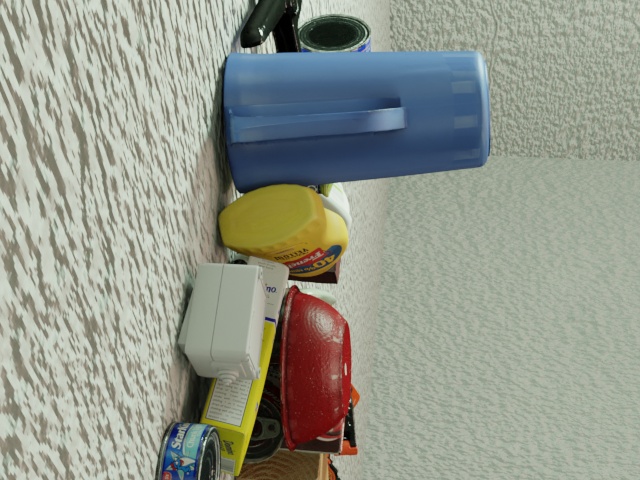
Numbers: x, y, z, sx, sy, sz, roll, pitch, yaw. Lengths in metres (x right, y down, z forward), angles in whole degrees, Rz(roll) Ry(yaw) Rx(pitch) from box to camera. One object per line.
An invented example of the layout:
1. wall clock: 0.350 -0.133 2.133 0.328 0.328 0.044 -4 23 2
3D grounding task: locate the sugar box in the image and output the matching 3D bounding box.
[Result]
1. sugar box: -0.068 0.111 0.961 0.093 0.048 0.176 104 2 -55

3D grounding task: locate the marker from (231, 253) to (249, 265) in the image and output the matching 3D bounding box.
1. marker: -0.085 0.045 1.013 0.121 0.020 0.020 -73 164 -65

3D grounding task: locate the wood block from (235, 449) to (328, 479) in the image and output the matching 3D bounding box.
1. wood block: -0.038 0.300 1.226 0.090 0.090 0.206 -81 171 -48

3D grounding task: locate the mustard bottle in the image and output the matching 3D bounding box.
1. mustard bottle: -0.024 -0.002 1.056 0.191 0.096 0.058 38 36 -70

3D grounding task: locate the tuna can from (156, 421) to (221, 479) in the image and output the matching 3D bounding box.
1. tuna can: -0.104 0.189 0.850 0.086 0.034 0.086 3 90 -83

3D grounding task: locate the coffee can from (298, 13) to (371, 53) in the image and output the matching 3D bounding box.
1. coffee can: 0.018 -0.216 1.426 0.102 0.103 0.140 -79 169 -49

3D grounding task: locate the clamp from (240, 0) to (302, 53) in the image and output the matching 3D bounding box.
1. clamp: -0.041 -0.237 1.125 0.164 0.036 0.210 60 27 -55

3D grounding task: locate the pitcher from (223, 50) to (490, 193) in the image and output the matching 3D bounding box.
1. pitcher: 0.033 -0.113 0.987 0.145 0.243 0.149 79 10 -53

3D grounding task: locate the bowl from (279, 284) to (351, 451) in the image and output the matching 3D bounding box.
1. bowl: -0.001 0.123 1.036 0.162 0.055 0.162 0 90 -83

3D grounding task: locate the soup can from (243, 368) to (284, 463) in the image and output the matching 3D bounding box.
1. soup can: -0.062 0.171 1.059 0.102 0.068 0.068 -51 143 -79

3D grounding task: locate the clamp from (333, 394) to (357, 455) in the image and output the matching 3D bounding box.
1. clamp: 0.016 0.187 1.246 0.120 0.039 0.171 88 -3 -48
